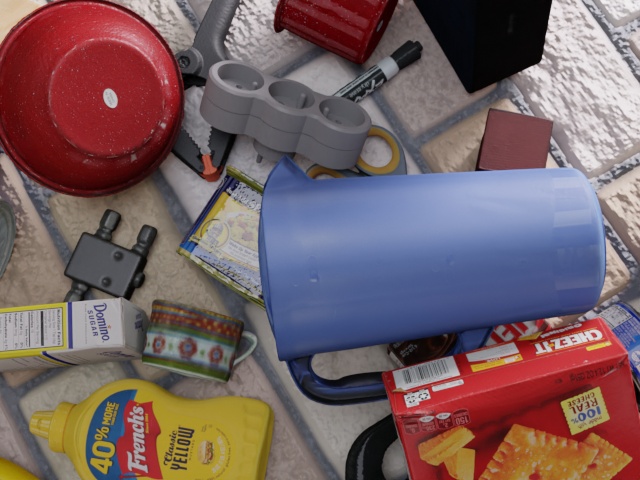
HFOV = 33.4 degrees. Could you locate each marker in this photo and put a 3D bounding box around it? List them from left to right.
[{"bbox_3d":[0.037,-0.134,0.919,0.121,0.020,0.020,-36,77,-3],"label":"marker"}]

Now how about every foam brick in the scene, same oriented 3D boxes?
[{"bbox_3d":[0.154,-0.066,0.864,0.053,0.078,0.051,11,77,7],"label":"foam brick"}]

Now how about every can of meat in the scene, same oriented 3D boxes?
[{"bbox_3d":[-0.056,0.001,0.879,0.102,0.057,0.084,32,84,10],"label":"can of meat"}]

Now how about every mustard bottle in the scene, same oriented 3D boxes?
[{"bbox_3d":[-0.138,0.161,0.850,0.191,0.058,0.096,9,79,7],"label":"mustard bottle"}]

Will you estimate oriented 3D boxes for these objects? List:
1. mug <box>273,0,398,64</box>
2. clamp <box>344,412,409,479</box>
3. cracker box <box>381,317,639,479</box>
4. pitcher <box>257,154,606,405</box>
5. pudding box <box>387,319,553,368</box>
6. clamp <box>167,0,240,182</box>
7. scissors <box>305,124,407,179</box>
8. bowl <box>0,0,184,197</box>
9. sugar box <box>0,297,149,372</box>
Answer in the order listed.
[{"bbox_3d":[0.020,-0.208,0.892,0.081,0.117,0.093,27,52,5],"label":"mug"},{"bbox_3d":[0.056,0.211,0.831,0.120,0.039,0.171,34,78,-12],"label":"clamp"},{"bbox_3d":[0.149,0.179,0.765,0.164,0.072,0.214,-14,109,2],"label":"cracker box"},{"bbox_3d":[0.077,0.021,0.782,0.243,0.149,0.145,-5,54,-1],"label":"pitcher"},{"bbox_3d":[0.123,0.085,0.853,0.113,0.039,0.090,-40,77,-5],"label":"pudding box"},{"bbox_3d":[-0.109,-0.156,0.928,0.164,0.036,0.210,-21,79,-2],"label":"clamp"},{"bbox_3d":[0.083,-0.035,0.878,0.202,0.016,0.096,20,74,19],"label":"scissors"},{"bbox_3d":[-0.175,-0.112,0.840,0.161,0.055,0.162,-4,98,-27],"label":"bowl"},{"bbox_3d":[-0.232,0.079,0.859,0.176,0.093,0.048,-8,77,2],"label":"sugar box"}]
